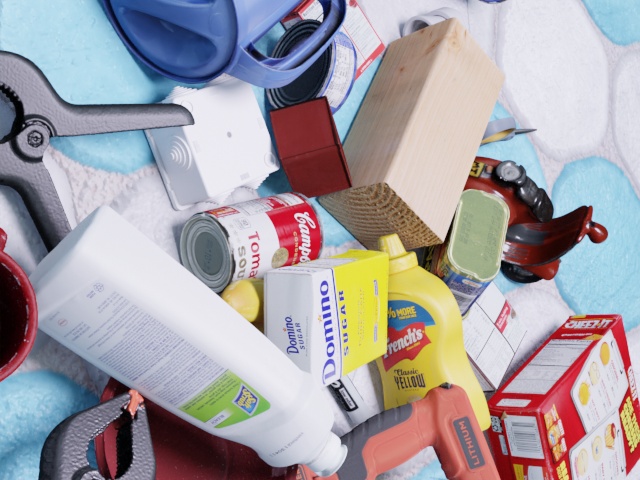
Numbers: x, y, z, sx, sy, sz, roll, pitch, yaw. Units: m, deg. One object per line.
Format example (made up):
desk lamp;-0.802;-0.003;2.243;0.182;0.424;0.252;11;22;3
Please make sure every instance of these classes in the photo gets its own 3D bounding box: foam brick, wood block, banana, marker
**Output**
foam brick;-0.008;-0.078;0.915;0.078;0.051;0.053;67;8;-62
wood block;0.089;-0.099;1.013;0.090;0.090;0.206;42;56;-29
banana;-0.035;0.073;0.862;0.197;0.037;0.069;57;18;-51
marker;0.009;0.111;0.945;0.020;0.020;0.121;-45;112;-38

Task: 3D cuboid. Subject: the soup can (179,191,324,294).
soup can;-0.056;0.001;0.874;0.102;0.069;0.068;-15;92;-43

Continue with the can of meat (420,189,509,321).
can of meat;0.134;0.013;1.004;0.057;0.084;0.102;20;57;-5

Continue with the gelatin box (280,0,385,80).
gelatin box;0.012;-0.193;1.001;0.089;0.030;0.073;54;53;-21

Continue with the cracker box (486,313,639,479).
cracker box;0.256;0.193;1.102;0.213;0.072;0.164;-33;113;-47

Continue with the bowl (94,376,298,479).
bowl;-0.099;0.155;0.796;0.161;0.055;0.162;14;61;-25

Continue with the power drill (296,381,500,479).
power drill;0.050;0.206;0.871;0.187;0.057;0.184;-16;77;-14

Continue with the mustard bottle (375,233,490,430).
mustard bottle;0.086;0.087;0.967;0.058;0.096;0.191;-19;94;-47

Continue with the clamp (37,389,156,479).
clamp;-0.146;0.175;0.684;0.120;0.039;0.171;46;43;-13

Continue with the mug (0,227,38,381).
mug;-0.239;0.040;0.688;0.093;0.082;0.117;34;61;-33

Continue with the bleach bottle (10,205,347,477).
bleach bottle;-0.086;0.088;0.749;0.250;0.103;0.068;41;36;-17

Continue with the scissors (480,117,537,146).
scissors;0.177;-0.106;1.134;0.016;0.096;0.201;70;16;4

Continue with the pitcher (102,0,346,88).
pitcher;-0.051;-0.233;0.883;0.242;0.145;0.149;-46;132;-41

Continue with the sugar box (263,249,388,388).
sugar box;0.009;0.061;0.864;0.176;0.048;0.093;-16;107;-69

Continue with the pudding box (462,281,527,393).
pudding box;0.152;0.085;1.070;0.113;0.039;0.090;50;54;-21

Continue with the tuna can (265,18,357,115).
tuna can;-0.008;-0.148;0.935;0.033;0.086;0.086;14;72;-42

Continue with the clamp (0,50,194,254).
clamp;-0.207;-0.061;0.759;0.209;0.036;0.164;26;82;-29
